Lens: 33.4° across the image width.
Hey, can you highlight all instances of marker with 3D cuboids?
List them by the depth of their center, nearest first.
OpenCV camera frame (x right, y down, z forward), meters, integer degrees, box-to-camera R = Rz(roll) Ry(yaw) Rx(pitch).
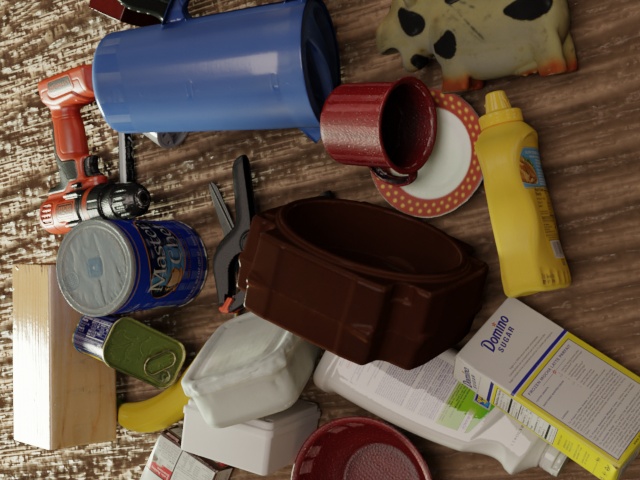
[{"bbox_3d":[-0.229,-0.113,1.253,0.020,0.020,0.121,-3,89,28],"label":"marker"}]

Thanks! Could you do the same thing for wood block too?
[{"bbox_3d":[-0.298,0.129,1.241,0.091,0.090,0.206,1,91,46],"label":"wood block"}]

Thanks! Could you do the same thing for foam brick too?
[{"bbox_3d":[-0.215,-0.275,1.211,0.051,0.078,0.053,28,103,23],"label":"foam brick"}]

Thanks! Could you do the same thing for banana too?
[{"bbox_3d":[-0.169,0.171,1.215,0.198,0.037,0.069,-31,77,25],"label":"banana"}]

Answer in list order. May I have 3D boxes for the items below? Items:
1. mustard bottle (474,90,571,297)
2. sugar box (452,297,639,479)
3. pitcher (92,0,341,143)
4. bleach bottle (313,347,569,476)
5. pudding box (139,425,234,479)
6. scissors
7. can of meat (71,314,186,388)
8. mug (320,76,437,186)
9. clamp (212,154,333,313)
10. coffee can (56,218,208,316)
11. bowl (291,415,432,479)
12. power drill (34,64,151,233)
[{"bbox_3d":[0.183,-0.045,0.991,0.058,0.096,0.191,-14,84,28],"label":"mustard bottle"},{"bbox_3d":[0.219,0.135,0.978,0.176,0.093,0.048,33,150,26],"label":"sugar box"},{"bbox_3d":[-0.108,-0.183,1.098,0.243,0.145,0.149,-3,70,17],"label":"pitcher"},{"bbox_3d":[0.122,0.159,1.041,0.251,0.068,0.102,29,88,23],"label":"bleach bottle"},{"bbox_3d":[-0.159,0.282,1.210,0.090,0.039,0.113,29,106,24],"label":"pudding box"},{"bbox_3d":[-0.069,0.027,1.172,0.096,0.016,0.202,-10,86,26],"label":"scissors"},{"bbox_3d":[-0.216,0.119,1.191,0.084,0.102,0.057,9,72,51],"label":"can of meat"},{"bbox_3d":[0.058,-0.103,1.043,0.082,0.093,0.117,7,135,41],"label":"mug"},{"bbox_3d":[-0.057,0.001,1.142,0.120,0.039,0.171,15,92,24],"label":"clamp"},{"bbox_3d":[-0.204,0.028,1.173,0.103,0.140,0.103,0,91,28],"label":"coffee can"},{"bbox_3d":[0.052,0.255,1.087,0.162,0.055,0.162,0,91,28],"label":"bowl"},{"bbox_3d":[-0.267,-0.104,1.237,0.185,0.057,0.187,-8,84,41],"label":"power drill"}]
